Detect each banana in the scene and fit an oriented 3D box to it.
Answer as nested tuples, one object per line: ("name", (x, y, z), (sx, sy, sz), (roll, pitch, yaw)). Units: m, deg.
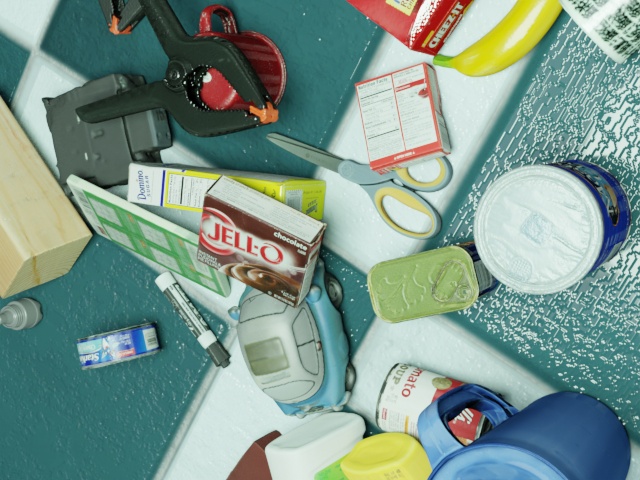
("banana", (0.180, -0.212, 0.941), (0.070, 0.037, 0.198), (46, 112, 14))

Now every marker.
("marker", (-0.134, 0.086, 1.136), (0.020, 0.020, 0.121), (-43, 78, 23))

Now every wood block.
("wood block", (-0.354, -0.053, 1.174), (0.206, 0.090, 0.091), (55, 136, 11))

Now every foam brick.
("foam brick", (-0.058, 0.244, 1.099), (0.053, 0.051, 0.078), (42, 111, 17))

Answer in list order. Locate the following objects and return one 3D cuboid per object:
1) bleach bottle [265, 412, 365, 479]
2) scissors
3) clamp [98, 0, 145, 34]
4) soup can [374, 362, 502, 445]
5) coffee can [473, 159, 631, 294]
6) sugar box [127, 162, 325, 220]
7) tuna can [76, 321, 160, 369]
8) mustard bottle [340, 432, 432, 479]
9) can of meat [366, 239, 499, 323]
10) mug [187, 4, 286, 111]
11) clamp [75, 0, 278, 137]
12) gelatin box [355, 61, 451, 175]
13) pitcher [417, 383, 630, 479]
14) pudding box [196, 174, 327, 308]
("bleach bottle", (0.023, 0.304, 1.052), (0.068, 0.102, 0.251), (-5, 103, 52))
("scissors", (0.044, -0.080, 1.034), (0.202, 0.016, 0.096), (40, 109, 17))
("clamp", (-0.204, -0.305, 1.115), (0.120, 0.039, 0.171), (28, 107, 22))
("soup can", (0.111, 0.160, 0.999), (0.102, 0.068, 0.068), (16, 102, 24))
("coffee can", (0.198, -0.015, 0.897), (0.103, 0.140, 0.103), (3, 97, 25))
("sugar box", (-0.094, -0.048, 1.061), (0.176, 0.093, 0.048), (6, 96, 26))
("tuna can", (-0.216, 0.112, 1.142), (0.086, 0.086, 0.034), (-13, 88, 26))
("mustard bottle", (0.105, 0.267, 0.999), (0.096, 0.058, 0.191), (-18, 113, 52))
("can of meat", (0.107, 0.036, 0.978), (0.102, 0.083, 0.057), (-14, 89, 26))
("mug", (-0.094, -0.175, 1.053), (0.093, 0.081, 0.117), (-6, 93, 26))
("clamp", (-0.136, -0.148, 1.008), (0.210, 0.036, 0.165), (33, 109, 18))
("gelatin box", (0.077, -0.114, 0.997), (0.073, 0.030, 0.089), (-15, 75, 24))
("pitcher", (0.174, 0.193, 0.875), (0.145, 0.242, 0.149), (4, 97, 25))
("pudding box", (-0.056, 0.001, 0.983), (0.113, 0.039, 0.090), (24, 138, 10))
